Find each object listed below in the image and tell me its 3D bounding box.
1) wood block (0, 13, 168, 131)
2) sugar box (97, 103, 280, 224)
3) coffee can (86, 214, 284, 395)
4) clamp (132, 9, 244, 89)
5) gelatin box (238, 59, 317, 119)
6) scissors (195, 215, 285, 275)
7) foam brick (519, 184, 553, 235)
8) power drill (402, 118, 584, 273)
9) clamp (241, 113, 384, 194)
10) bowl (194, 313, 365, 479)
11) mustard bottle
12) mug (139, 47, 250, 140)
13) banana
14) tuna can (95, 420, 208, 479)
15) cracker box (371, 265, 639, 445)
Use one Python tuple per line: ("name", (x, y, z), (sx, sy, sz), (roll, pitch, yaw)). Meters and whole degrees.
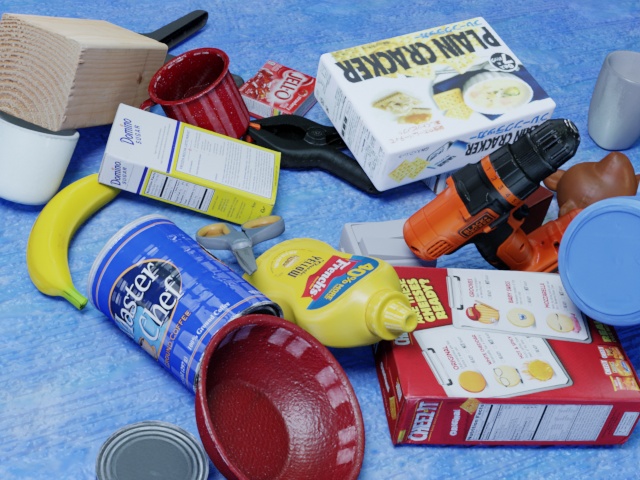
("wood block", (-0.246, -0.173, 1.097), (0.090, 0.091, 0.206), (22, 14, 10))
("sugar box", (-0.131, -0.074, 1.088), (0.176, 0.048, 0.093), (15, 38, -10))
("coffee can", (-0.116, 0.057, 0.914), (0.140, 0.103, 0.102), (36, 46, 26))
("clamp", (-0.207, -0.226, 1.273), (0.209, 0.036, 0.164), (-3, 43, -16))
("gelatin box", (-0.048, -0.172, 1.253), (0.073, 0.030, 0.089), (23, 42, 13))
("scissors", (-0.056, 0.001, 0.979), (0.096, 0.016, 0.202), (-16, 15, -22))
("foam brick", (0.199, -0.031, 1.132), (0.078, 0.051, 0.053), (-26, 52, -37))
("power drill", (0.193, -0.025, 1.000), (0.187, 0.185, 0.057), (29, 34, -45))
("clamp", (-0.001, -0.098, 1.174), (0.171, 0.039, 0.120), (2, 36, -6))
("bowl", (-0.042, 0.142, 0.840), (0.161, 0.055, 0.162), (26, 46, -30))
("mustard bottle", (0.014, 0.049, 0.925), (0.096, 0.058, 0.192), (-35, 29, -27))
("mug", (-0.137, -0.143, 1.148), (0.117, 0.081, 0.093), (-20, 42, 7))
("banana", (-0.237, -0.009, 1.017), (0.069, 0.037, 0.197), (24, 39, -16))
("tuna can", (-0.130, 0.182, 0.818), (0.086, 0.034, 0.086), (7, 40, -6))
("cracker box", (0.157, 0.102, 0.952), (0.213, 0.072, 0.164), (2, 39, -10))
